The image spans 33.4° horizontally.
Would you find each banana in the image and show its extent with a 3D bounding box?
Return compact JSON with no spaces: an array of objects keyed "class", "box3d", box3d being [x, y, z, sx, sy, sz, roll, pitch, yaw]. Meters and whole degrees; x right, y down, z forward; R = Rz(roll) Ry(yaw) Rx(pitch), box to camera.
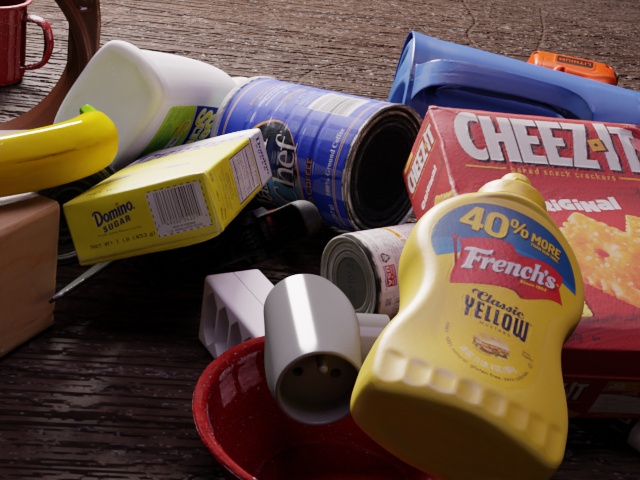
[{"class":"banana","box3d":[-0.184,-0.047,0.627,0.070,0.037,0.197,6,18,35]}]

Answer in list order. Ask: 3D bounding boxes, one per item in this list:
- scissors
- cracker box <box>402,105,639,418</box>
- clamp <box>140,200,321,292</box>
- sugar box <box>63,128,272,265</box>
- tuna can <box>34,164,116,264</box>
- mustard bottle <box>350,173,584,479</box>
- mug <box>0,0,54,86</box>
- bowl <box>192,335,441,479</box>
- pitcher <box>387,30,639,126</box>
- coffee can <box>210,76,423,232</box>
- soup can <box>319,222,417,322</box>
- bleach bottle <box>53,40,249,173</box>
[{"class":"scissors","box3d":[-0.110,-0.001,0.725,0.096,0.016,0.201,-13,14,7]},{"class":"cracker box","box3d":[0.157,0.009,0.672,0.164,0.072,0.214,4,44,-15]},{"class":"clamp","box3d":[-0.055,0.001,0.731,0.120,0.039,0.171,-14,0,3]},{"class":"sugar box","box3d":[-0.094,-0.034,0.708,0.093,0.048,0.176,-12,15,10]},{"class":"tuna can","box3d":[-0.180,-0.027,0.732,0.085,0.086,0.034,-15,36,-41]},{"class":"mustard bottle","box3d":[0.084,0.030,0.537,0.096,0.058,0.191,24,44,0]},{"class":"mug","box3d":[-0.318,-0.199,1.043,0.117,0.081,0.093,9,26,0]},{"class":"bowl","box3d":[0.012,0.109,0.548,0.162,0.055,0.162,7,26,-4]},{"class":"pitcher","box3d":[0.179,-0.100,0.943,0.242,0.145,0.149,11,32,-3]},{"class":"coffee can","box3d":[-0.002,-0.066,0.826,0.141,0.103,0.102,18,25,38]},{"class":"soup can","box3d":[0.060,0.022,0.730,0.102,0.068,0.069,-10,31,-32]},{"class":"bleach bottle","box3d":[-0.108,-0.110,0.881,0.068,0.103,0.250,46,22,11]}]
